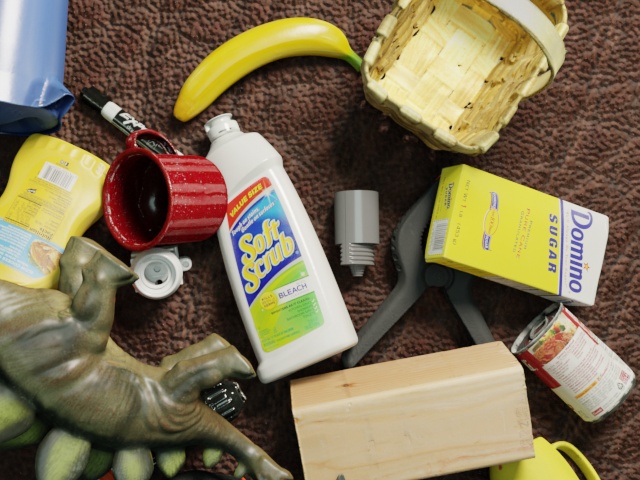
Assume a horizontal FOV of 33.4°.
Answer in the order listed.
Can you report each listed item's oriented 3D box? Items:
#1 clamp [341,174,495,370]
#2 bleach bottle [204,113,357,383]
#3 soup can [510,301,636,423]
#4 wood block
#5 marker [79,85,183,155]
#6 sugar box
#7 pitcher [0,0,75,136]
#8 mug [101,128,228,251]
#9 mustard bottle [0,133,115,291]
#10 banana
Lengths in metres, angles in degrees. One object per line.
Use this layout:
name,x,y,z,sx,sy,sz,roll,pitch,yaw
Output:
clamp,0.121,0.041,1.039,0.164,0.036,0.210,14,88,-5
bleach bottle,-0.057,0.001,1.014,0.102,0.068,0.251,-25,82,10
soup can,0.244,0.118,1.028,0.102,0.068,0.068,43,83,-1
wood block,0.081,0.163,0.982,0.206,0.091,0.090,-10,101,-1
marker,-0.183,-0.109,1.035,0.121,0.020,0.020,37,83,-1
sugar box,0.190,-0.003,1.018,0.176,0.048,0.093,16,81,-20
pitcher,-0.304,-0.224,0.987,0.149,0.145,0.243,9,80,-27
mug,-0.144,-0.049,0.984,0.093,0.081,0.117,-33,73,35
mustard bottle,-0.267,0.001,0.975,0.096,0.058,0.191,26,67,-1
banana,-0.056,-0.175,1.043,0.197,0.037,0.069,-17,86,-6
